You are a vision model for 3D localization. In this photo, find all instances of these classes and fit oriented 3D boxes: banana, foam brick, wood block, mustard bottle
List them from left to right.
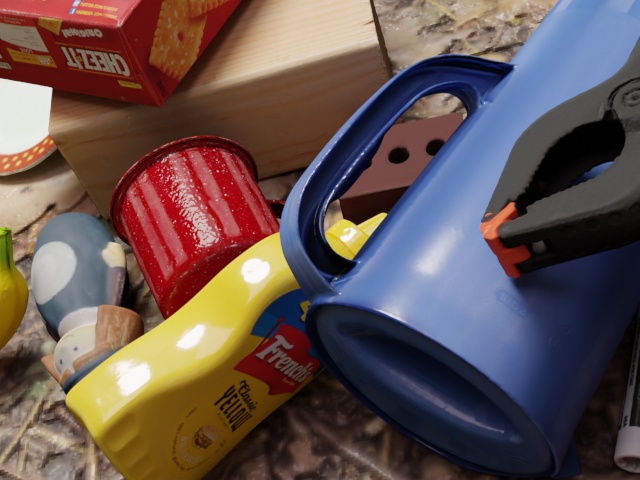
[{"bbox_3d":[-0.246,0.059,0.644,0.198,0.069,0.037,-25,5,16],"label":"banana"},{"bbox_3d":[-0.058,-0.097,0.687,0.206,0.090,0.091,-14,50,8],"label":"wood block"},{"bbox_3d":[-0.032,0.050,0.552,0.191,0.096,0.058,-40,52,-14],"label":"mustard bottle"},{"bbox_3d":[0.051,-0.033,0.621,0.078,0.051,0.053,-11,49,11],"label":"foam brick"}]

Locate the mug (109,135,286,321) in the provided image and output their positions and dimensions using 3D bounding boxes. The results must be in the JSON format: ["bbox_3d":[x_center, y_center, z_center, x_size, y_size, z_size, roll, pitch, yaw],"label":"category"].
[{"bbox_3d":[-0.054,0.001,0.616,0.117,0.093,0.081,-3,45,-32],"label":"mug"}]

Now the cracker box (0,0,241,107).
[{"bbox_3d":[-0.120,-0.187,0.675,0.164,0.072,0.213,12,55,28],"label":"cracker box"}]

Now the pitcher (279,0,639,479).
[{"bbox_3d":[0.101,-0.020,0.522,0.145,0.149,0.242,21,63,32],"label":"pitcher"}]
